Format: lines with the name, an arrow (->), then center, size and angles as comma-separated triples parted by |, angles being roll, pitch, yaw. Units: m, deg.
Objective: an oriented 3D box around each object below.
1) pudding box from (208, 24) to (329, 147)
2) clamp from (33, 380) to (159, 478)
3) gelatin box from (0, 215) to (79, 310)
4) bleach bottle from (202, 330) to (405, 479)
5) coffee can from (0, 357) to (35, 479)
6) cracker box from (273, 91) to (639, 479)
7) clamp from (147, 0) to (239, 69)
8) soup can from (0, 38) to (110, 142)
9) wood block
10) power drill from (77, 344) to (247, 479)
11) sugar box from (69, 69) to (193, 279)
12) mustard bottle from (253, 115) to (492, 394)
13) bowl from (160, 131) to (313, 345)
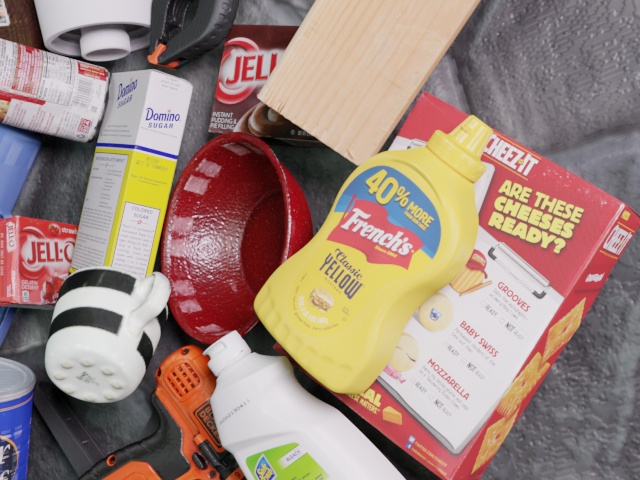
pudding box -> -0.028, -0.121, 0.837 | 0.114, 0.039, 0.090 | 8, 87, 29
clamp -> -0.154, 0.198, 0.866 | 0.165, 0.036, 0.210 | -19, 73, 23
gelatin box -> -0.234, 0.021, 0.901 | 0.030, 0.089, 0.073 | -7, 80, 28
bleach bottle -> 0.008, 0.166, 0.730 | 0.103, 0.068, 0.251 | -40, 81, 27
coffee can -> -0.295, 0.178, 0.890 | 0.103, 0.102, 0.140 | 14, 103, 29
cracker box -> 0.091, 0.032, 0.736 | 0.164, 0.072, 0.214 | 35, 99, 27
clamp -> -0.078, -0.208, 0.841 | 0.120, 0.039, 0.171 | 33, 106, 37
soup can -> -0.234, -0.125, 0.891 | 0.069, 0.102, 0.068 | -39, 44, 53
wood block -> 0.055, -0.163, 0.716 | 0.091, 0.090, 0.206 | 34, 111, -1
power drill -> -0.111, 0.201, 0.805 | 0.187, 0.057, 0.184 | -38, 75, 0
sugar box -> -0.156, -0.049, 0.876 | 0.093, 0.048, 0.176 | 12, 87, 58
mustard bottle -> 0.045, 0.000, 0.690 | 0.096, 0.058, 0.192 | 44, 103, 30
bowl -> -0.055, 0.001, 0.812 | 0.162, 0.055, 0.162 | -12, 74, 48
